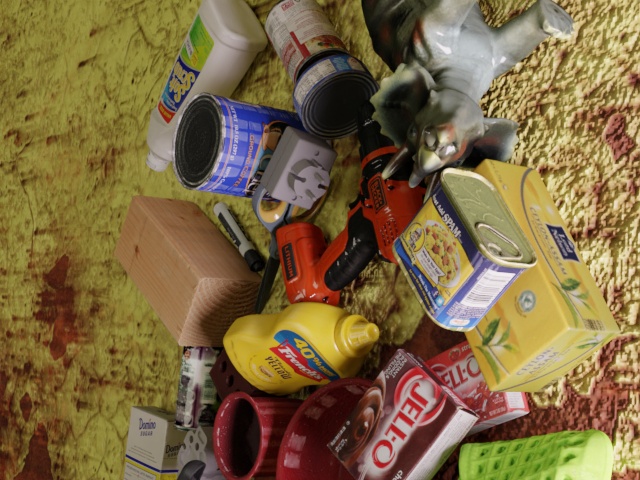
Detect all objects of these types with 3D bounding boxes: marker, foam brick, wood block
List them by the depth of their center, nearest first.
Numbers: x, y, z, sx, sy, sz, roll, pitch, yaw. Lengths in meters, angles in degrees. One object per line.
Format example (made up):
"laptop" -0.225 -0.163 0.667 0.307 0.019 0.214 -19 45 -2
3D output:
"foam brick" -0.080 0.156 1.181 0.053 0.051 0.078 -60 42 27
"marker" -0.096 -0.004 1.256 0.121 0.020 0.020 54 126 42
"wood block" -0.161 0.034 1.278 0.206 0.090 0.091 44 120 46

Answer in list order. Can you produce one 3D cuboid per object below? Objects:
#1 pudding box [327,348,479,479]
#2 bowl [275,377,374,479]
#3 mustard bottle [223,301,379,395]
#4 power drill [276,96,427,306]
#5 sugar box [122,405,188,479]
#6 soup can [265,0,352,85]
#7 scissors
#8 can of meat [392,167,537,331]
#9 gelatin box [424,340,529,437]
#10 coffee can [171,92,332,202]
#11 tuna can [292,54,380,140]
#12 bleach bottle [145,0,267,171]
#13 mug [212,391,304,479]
"pudding box" 0.070 0.164 0.918 0.113 0.039 0.090 -56 42 8
"bowl" 0.035 0.213 0.999 0.162 0.055 0.162 -20 58 36
"mustard bottle" -0.010 0.106 1.067 0.192 0.096 0.058 -19 28 49
"power drill" 0.029 -0.027 1.064 0.188 0.057 0.184 -43 46 42
"sugar box" -0.209 0.302 1.333 0.094 0.048 0.176 8 88 51
"soup can" -0.013 -0.207 1.141 0.069 0.068 0.102 -55 44 32
"scissors" -0.058 0.001 1.150 0.202 0.096 0.016 -58 46 24
"can of meat" 0.110 0.009 0.839 0.084 0.057 0.102 -55 44 34
"gelatin box" 0.132 0.126 0.924 0.089 0.030 0.073 -34 58 45
"coffee can" -0.073 -0.095 1.141 0.103 0.140 0.103 -12 75 51
"tuna can" 0.016 -0.145 1.078 0.086 0.085 0.034 -56 42 31
"bleach bottle" -0.157 -0.181 1.333 0.251 0.067 0.103 -56 44 34
"mug" -0.061 0.211 1.122 0.117 0.081 0.093 -43 52 40
